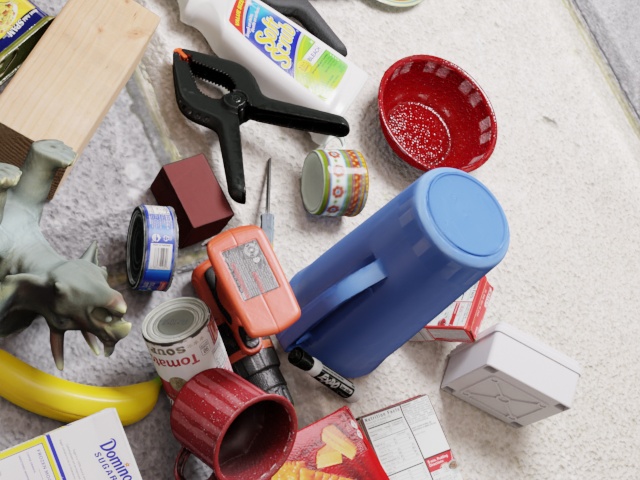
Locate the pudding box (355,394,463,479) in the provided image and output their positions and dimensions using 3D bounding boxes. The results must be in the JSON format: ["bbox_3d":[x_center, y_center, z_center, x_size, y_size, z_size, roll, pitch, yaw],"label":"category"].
[{"bbox_3d":[0.089,0.225,1.103,0.089,0.039,0.113,-14,71,-29],"label":"pudding box"}]

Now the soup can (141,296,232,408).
[{"bbox_3d":[-0.123,0.112,1.008,0.068,0.069,0.102,-42,133,-33],"label":"soup can"}]

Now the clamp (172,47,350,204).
[{"bbox_3d":[-0.082,-0.144,1.161,0.164,0.036,0.210,-28,63,-27],"label":"clamp"}]

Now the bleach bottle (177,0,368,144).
[{"bbox_3d":[-0.072,-0.221,1.223,0.251,0.068,0.102,34,57,-4],"label":"bleach bottle"}]

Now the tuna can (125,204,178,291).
[{"bbox_3d":[-0.168,0.008,1.056,0.033,0.086,0.086,4,65,-22],"label":"tuna can"}]

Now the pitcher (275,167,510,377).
[{"bbox_3d":[0.067,0.035,1.054,0.145,0.243,0.149,26,50,-18],"label":"pitcher"}]

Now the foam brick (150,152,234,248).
[{"bbox_3d":[-0.134,-0.042,1.115,0.051,0.053,0.078,-20,77,-31],"label":"foam brick"}]

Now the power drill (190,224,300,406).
[{"bbox_3d":[-0.067,0.079,1.011,0.057,0.188,0.184,-23,75,-19],"label":"power drill"}]

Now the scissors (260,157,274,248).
[{"bbox_3d":[-0.057,0.001,1.142,0.016,0.096,0.201,2,34,-2],"label":"scissors"}]

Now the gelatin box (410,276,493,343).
[{"bbox_3d":[0.137,0.074,1.166,0.030,0.089,0.073,53,49,-38],"label":"gelatin box"}]

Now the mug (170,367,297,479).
[{"bbox_3d":[-0.088,0.175,0.958,0.117,0.082,0.093,-56,135,-10],"label":"mug"}]

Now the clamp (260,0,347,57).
[{"bbox_3d":[-0.022,-0.306,1.298,0.171,0.039,0.120,31,59,-9],"label":"clamp"}]

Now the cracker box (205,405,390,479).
[{"bbox_3d":[-0.027,0.274,1.005,0.213,0.072,0.164,-23,77,-31],"label":"cracker box"}]

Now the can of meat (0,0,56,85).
[{"bbox_3d":[-0.338,-0.218,1.101,0.084,0.058,0.102,39,57,-2],"label":"can of meat"}]

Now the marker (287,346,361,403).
[{"bbox_3d":[0.004,0.136,1.077,0.121,0.020,0.020,40,48,-47],"label":"marker"}]

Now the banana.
[{"bbox_3d":[-0.236,0.139,0.996,0.197,0.037,0.069,13,34,-22],"label":"banana"}]

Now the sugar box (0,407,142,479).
[{"bbox_3d":[-0.248,0.220,0.926,0.176,0.048,0.093,-19,87,-26],"label":"sugar box"}]

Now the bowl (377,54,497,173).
[{"bbox_3d":[0.130,-0.141,1.282,0.162,0.055,0.162,10,63,-21],"label":"bowl"}]

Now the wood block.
[{"bbox_3d":[-0.256,-0.158,1.090,0.090,0.091,0.206,30,58,-10],"label":"wood block"}]
